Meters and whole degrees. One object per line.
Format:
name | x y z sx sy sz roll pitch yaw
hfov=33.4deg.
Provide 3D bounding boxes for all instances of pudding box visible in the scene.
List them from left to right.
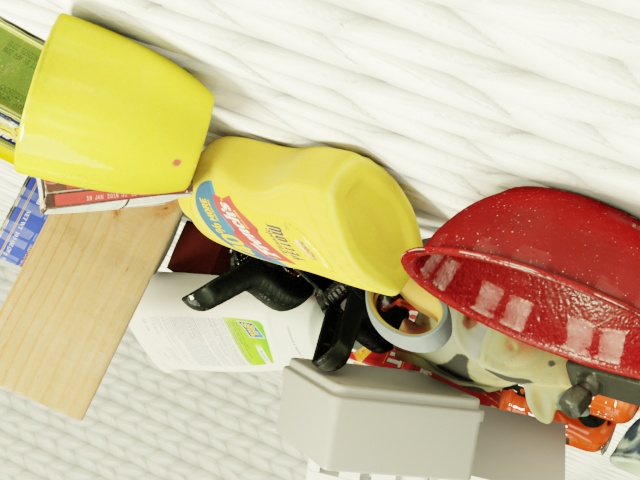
pudding box | -0.134 -0.040 0.674 0.090 0.039 0.114 -6 180 -16

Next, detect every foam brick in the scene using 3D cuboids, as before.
foam brick | -0.103 0.023 1.046 0.053 0.051 0.078 17 167 29

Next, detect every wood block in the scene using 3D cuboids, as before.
wood block | -0.183 0.026 0.831 0.090 0.206 0.091 26 169 -11

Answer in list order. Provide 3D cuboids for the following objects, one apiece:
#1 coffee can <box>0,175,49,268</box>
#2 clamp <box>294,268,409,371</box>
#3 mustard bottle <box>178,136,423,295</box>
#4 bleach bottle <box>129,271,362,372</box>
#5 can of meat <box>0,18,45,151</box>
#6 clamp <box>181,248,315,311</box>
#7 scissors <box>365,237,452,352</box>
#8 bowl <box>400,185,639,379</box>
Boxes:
coffee can | -0.264 -0.002 1.132 0.140 0.103 0.103 27 168 -15
clamp | 0.008 0.030 0.801 0.165 0.036 0.209 58 -163 21
mustard bottle | -0.030 -0.022 0.670 0.192 0.058 0.096 14 150 46
bleach bottle | -0.062 0.079 0.948 0.251 0.068 0.102 1 133 41
can of meat | -0.198 -0.097 0.685 0.102 0.057 0.084 28 166 -18
clamp | -0.055 0.001 0.809 0.039 0.120 0.171 -20 163 29
scissors | 0.045 0.000 0.689 0.202 0.096 0.016 57 172 52
bowl | 0.125 0.017 0.542 0.162 0.055 0.162 23 169 5
